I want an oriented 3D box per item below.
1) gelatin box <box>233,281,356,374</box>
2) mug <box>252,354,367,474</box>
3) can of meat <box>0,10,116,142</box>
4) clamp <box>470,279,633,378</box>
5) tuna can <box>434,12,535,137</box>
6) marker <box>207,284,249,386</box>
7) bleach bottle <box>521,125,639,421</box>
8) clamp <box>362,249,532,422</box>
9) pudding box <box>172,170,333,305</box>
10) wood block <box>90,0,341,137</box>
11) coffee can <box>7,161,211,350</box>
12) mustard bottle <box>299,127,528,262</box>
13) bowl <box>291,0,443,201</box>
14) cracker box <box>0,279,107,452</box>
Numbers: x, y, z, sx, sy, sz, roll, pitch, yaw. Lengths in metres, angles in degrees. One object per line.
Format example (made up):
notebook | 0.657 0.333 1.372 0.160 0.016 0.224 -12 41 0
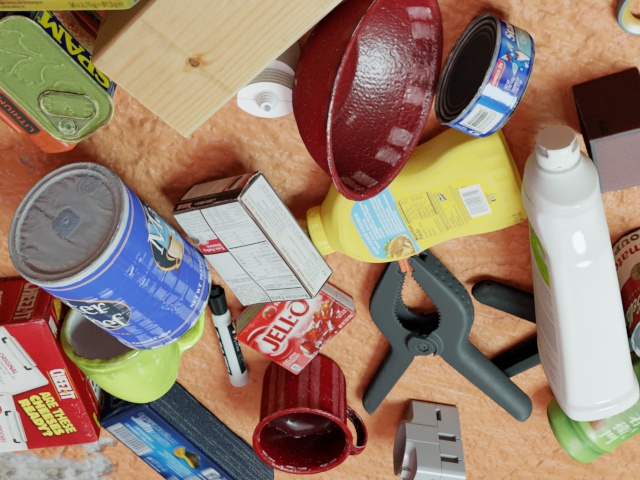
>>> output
gelatin box | -0.024 0.070 0.959 0.073 0.030 0.089 34 113 -23
mug | -0.006 0.164 1.010 0.117 0.081 0.093 24 126 -18
can of meat | -0.190 -0.135 0.767 0.058 0.084 0.102 -30 123 23
clamp | 0.220 0.087 0.971 0.171 0.039 0.120 4 136 7
tuna can | 0.118 -0.119 0.774 0.033 0.086 0.086 20 127 -17
marker | -0.086 0.088 0.989 0.020 0.020 0.121 -6 129 6
bleach bottle | 0.197 0.023 0.826 0.068 0.102 0.251 -17 130 0
clamp | 0.089 0.090 0.969 0.165 0.036 0.210 -8 124 26
pudding box | -0.056 0.001 0.874 0.090 0.039 0.113 -9 127 44
wood block | -0.052 -0.179 0.725 0.206 0.090 0.090 -37 121 26
coffee can | -0.164 0.015 0.849 0.103 0.103 0.140 -18 148 15
mustard bottle | 0.065 -0.029 0.865 0.192 0.058 0.096 -19 132 15
bowl | 0.027 -0.112 0.762 0.055 0.161 0.162 20 135 26
cracker box | -0.325 0.121 0.988 0.214 0.072 0.164 -7 129 6
